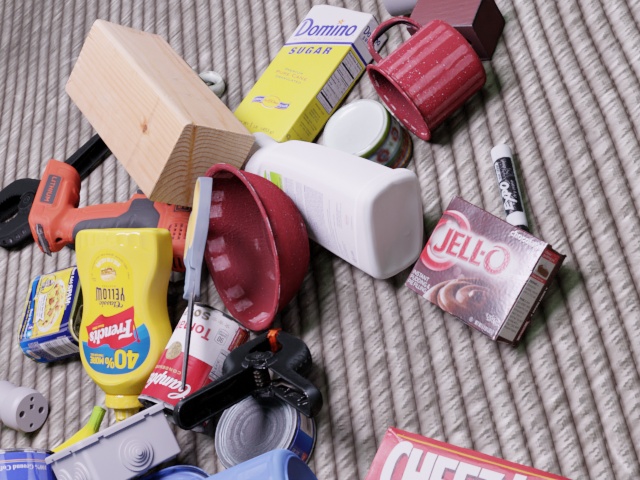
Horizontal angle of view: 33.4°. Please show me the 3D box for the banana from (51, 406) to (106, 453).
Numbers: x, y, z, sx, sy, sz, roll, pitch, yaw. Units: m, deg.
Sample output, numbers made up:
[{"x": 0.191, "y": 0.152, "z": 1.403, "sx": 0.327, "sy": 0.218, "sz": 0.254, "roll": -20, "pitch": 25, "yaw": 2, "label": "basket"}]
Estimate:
[{"x": -0.284, "y": 0.216, "z": 1.051, "sx": 0.198, "sy": 0.037, "sz": 0.069, "roll": -16, "pitch": 58, "yaw": 25, "label": "banana"}]

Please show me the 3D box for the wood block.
[{"x": -0.168, "y": -0.130, "z": 1.086, "sx": 0.206, "sy": 0.090, "sz": 0.091, "roll": 49, "pitch": 118, "yaw": 37, "label": "wood block"}]

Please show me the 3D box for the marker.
[{"x": 0.169, "y": -0.035, "z": 0.940, "sx": 0.020, "sy": 0.020, "sz": 0.121, "roll": -21, "pitch": 49, "yaw": 20, "label": "marker"}]

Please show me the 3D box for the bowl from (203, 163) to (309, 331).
[{"x": -0.057, "y": 0.001, "z": 1.005, "sx": 0.055, "sy": 0.162, "sz": 0.162, "roll": -15, "pitch": 37, "yaw": -28, "label": "bowl"}]

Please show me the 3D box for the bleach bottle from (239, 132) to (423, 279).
[{"x": -0.010, "y": -0.054, "z": 1.020, "sx": 0.068, "sy": 0.102, "sz": 0.251, "roll": -28, "pitch": 37, "yaw": -29, "label": "bleach bottle"}]

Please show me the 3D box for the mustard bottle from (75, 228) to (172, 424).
[{"x": -0.188, "y": 0.084, "z": 1.028, "sx": 0.096, "sy": 0.058, "sz": 0.191, "roll": 0, "pitch": 92, "yaw": 24, "label": "mustard bottle"}]

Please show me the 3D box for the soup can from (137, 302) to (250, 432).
[{"x": -0.115, "y": 0.117, "z": 0.990, "sx": 0.069, "sy": 0.068, "sz": 0.102, "roll": 10, "pitch": 64, "yaw": 38, "label": "soup can"}]

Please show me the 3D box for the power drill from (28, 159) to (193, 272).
[{"x": -0.202, "y": -0.047, "z": 1.133, "sx": 0.188, "sy": 0.057, "sz": 0.184, "roll": 0, "pitch": 47, "yaw": 8, "label": "power drill"}]

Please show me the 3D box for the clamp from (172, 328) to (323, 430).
[{"x": -0.059, "y": 0.117, "z": 0.905, "sx": 0.120, "sy": 0.039, "sz": 0.171, "roll": -3, "pitch": 11, "yaw": -1, "label": "clamp"}]

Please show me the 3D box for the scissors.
[{"x": -0.119, "y": 0.042, "z": 0.981, "sx": 0.016, "sy": 0.096, "sz": 0.202, "roll": 8, "pitch": 75, "yaw": -11, "label": "scissors"}]

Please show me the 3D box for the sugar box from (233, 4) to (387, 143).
[{"x": -0.015, "y": -0.172, "z": 1.145, "sx": 0.093, "sy": 0.048, "sz": 0.176, "roll": 21, "pitch": 74, "yaw": 42, "label": "sugar box"}]

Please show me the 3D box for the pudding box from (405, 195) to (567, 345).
[{"x": 0.136, "y": 0.025, "z": 0.892, "sx": 0.114, "sy": 0.039, "sz": 0.090, "roll": 32, "pitch": 96, "yaw": 43, "label": "pudding box"}]

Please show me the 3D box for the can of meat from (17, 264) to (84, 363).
[{"x": -0.268, "y": 0.076, "z": 1.130, "sx": 0.084, "sy": 0.057, "sz": 0.102, "roll": -15, "pitch": 51, "yaw": 28, "label": "can of meat"}]

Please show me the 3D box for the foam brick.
[{"x": 0.135, "y": -0.217, "z": 1.071, "sx": 0.078, "sy": 0.053, "sz": 0.051, "roll": 7, "pitch": 63, "yaw": 37, "label": "foam brick"}]

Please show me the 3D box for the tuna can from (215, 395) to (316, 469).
[{"x": -0.049, "y": 0.170, "z": 0.930, "sx": 0.086, "sy": 0.033, "sz": 0.086, "roll": -18, "pitch": 51, "yaw": 23, "label": "tuna can"}]

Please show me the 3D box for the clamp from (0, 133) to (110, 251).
[{"x": -0.334, "y": -0.049, "z": 1.278, "sx": 0.210, "sy": 0.036, "sz": 0.164, "roll": -7, "pitch": 56, "yaw": 30, "label": "clamp"}]

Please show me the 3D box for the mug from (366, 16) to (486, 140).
[{"x": 0.097, "y": -0.166, "z": 1.027, "sx": 0.081, "sy": 0.093, "sz": 0.117, "roll": -40, "pitch": 79, "yaw": -4, "label": "mug"}]
